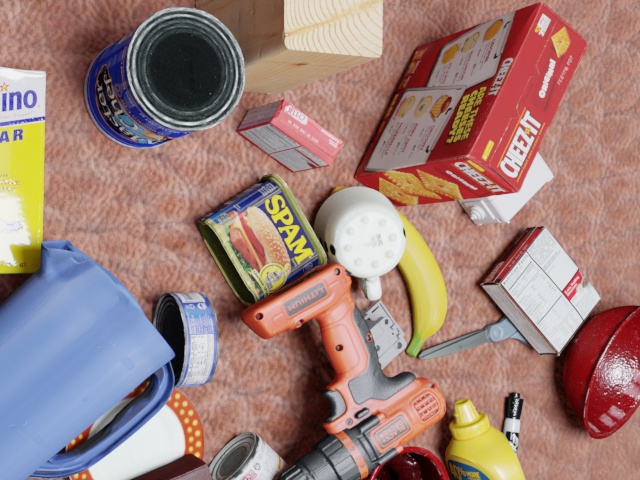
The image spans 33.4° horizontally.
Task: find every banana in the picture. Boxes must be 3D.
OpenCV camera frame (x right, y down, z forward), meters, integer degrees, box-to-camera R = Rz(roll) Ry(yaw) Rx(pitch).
[{"bbox_3d":[0.081,0.020,1.088,0.069,0.037,0.198,-32,102,-24],"label":"banana"}]

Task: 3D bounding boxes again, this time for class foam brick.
[{"bbox_3d":[-0.134,0.231,0.946,0.078,0.051,0.053,-20,98,-25],"label":"foam brick"}]

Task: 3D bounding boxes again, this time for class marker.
[{"bbox_3d":[0.203,0.224,1.152,0.020,0.020,0.121,11,84,-25],"label":"marker"}]

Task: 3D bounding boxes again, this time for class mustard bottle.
[{"bbox_3d":[0.174,0.253,1.094,0.058,0.096,0.191,-22,98,-24],"label":"mustard bottle"}]

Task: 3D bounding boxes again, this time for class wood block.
[{"bbox_3d":[-0.034,-0.190,0.944,0.090,0.206,0.090,0,89,-27],"label":"wood block"}]

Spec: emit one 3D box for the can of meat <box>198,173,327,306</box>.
[{"bbox_3d":[-0.057,0.001,1.012,0.083,0.058,0.102,-34,103,-20],"label":"can of meat"}]

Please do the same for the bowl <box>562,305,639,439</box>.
[{"bbox_3d":[0.313,0.133,1.166,0.161,0.055,0.162,-26,129,-38],"label":"bowl"}]

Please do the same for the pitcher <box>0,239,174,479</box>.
[{"bbox_3d":[-0.242,0.131,0.877,0.242,0.145,0.149,-43,81,-12],"label":"pitcher"}]

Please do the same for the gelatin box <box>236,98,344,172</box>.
[{"bbox_3d":[-0.029,-0.098,1.009,0.073,0.089,0.030,34,75,-21],"label":"gelatin box"}]

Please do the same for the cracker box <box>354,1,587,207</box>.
[{"bbox_3d":[0.138,-0.121,1.020,0.072,0.214,0.164,32,76,-22],"label":"cracker box"}]

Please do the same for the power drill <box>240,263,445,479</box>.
[{"bbox_3d":[0.003,0.130,0.974,0.184,0.057,0.187,-31,97,-20],"label":"power drill"}]

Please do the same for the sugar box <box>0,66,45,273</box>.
[{"bbox_3d":[-0.284,-0.060,0.909,0.093,0.048,0.176,1,90,-26],"label":"sugar box"}]

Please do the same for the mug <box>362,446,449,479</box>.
[{"bbox_3d":[0.058,0.237,1.046,0.117,0.082,0.093,32,75,-22],"label":"mug"}]

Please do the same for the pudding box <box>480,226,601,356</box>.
[{"bbox_3d":[0.238,0.054,1.144,0.113,0.039,0.090,48,69,-14],"label":"pudding box"}]

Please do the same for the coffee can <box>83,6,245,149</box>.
[{"bbox_3d":[-0.139,-0.137,0.929,0.102,0.141,0.103,1,88,-26],"label":"coffee can"}]

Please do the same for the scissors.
[{"bbox_3d":[0.193,0.080,1.152,0.201,0.016,0.096,3,86,-26],"label":"scissors"}]

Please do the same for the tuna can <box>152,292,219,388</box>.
[{"bbox_3d":[-0.122,0.089,0.962,0.033,0.086,0.086,-1,89,-28],"label":"tuna can"}]

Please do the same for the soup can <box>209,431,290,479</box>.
[{"bbox_3d":[-0.051,0.237,1.002,0.102,0.069,0.068,47,71,-17],"label":"soup can"}]
